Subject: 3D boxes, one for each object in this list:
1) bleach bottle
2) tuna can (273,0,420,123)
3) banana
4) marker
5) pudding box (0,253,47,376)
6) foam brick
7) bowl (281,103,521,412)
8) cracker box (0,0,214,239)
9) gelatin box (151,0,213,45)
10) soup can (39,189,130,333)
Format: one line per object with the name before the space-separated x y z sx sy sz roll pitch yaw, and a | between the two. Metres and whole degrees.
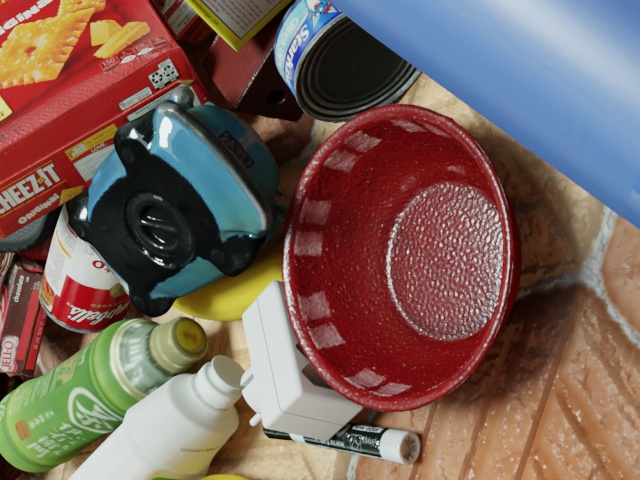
bleach bottle | -0.127 0.170 0.731 0.251 0.102 0.068 -49 63 24
tuna can | 0.018 -0.109 0.600 0.086 0.085 0.034 -52 52 30
banana | -0.058 0.019 0.702 0.198 0.037 0.069 2 89 46
marker | 0.008 0.116 0.640 0.121 0.020 0.020 -1 86 46
pudding box | -0.243 0.046 0.863 0.114 0.039 0.090 -132 57 -65
foam brick | -0.028 -0.121 0.670 0.078 0.052 0.051 -55 52 28
bowl | 0.052 0.010 0.577 0.162 0.055 0.162 -4 84 45
cracker box | -0.188 -0.124 0.731 0.164 0.072 0.214 -31 49 -4
gelatin box | -0.090 -0.193 0.742 0.073 0.030 0.089 -42 72 30
soup can | -0.159 0.010 0.768 0.068 0.068 0.102 60 141 30
